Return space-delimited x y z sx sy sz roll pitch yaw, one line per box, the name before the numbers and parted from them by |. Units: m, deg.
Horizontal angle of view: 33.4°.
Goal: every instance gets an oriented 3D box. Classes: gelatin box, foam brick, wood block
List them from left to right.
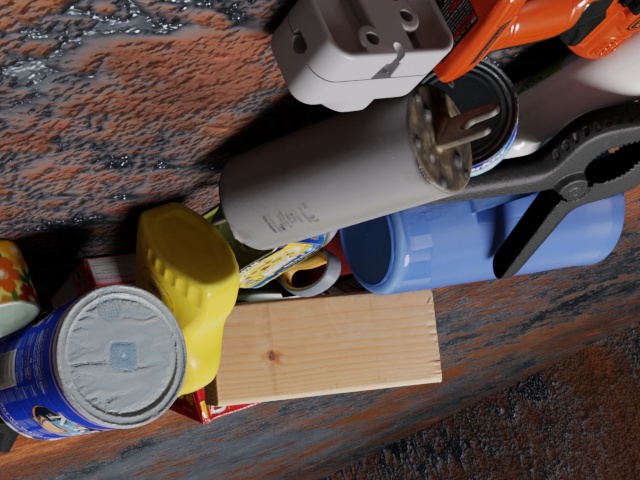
gelatin box | -0.173 0.038 0.903 0.089 0.030 0.073 -8 156 -42
wood block | -0.003 0.097 0.988 0.206 0.091 0.090 -4 173 -14
foam brick | -0.002 0.016 1.002 0.051 0.053 0.078 -7 167 -40

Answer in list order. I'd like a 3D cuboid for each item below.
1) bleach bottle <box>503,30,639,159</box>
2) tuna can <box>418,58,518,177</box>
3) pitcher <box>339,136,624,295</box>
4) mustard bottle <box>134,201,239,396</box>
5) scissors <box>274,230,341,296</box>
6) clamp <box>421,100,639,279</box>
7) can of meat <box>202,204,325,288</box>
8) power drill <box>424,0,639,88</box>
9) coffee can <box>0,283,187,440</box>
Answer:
bleach bottle | 0.212 -0.126 0.832 0.251 0.068 0.102 -27 -173 32
tuna can | 0.099 -0.088 0.767 0.086 0.086 0.033 -25 165 5
pitcher | 0.148 -0.027 0.956 0.242 0.145 0.149 -11 126 -27
mustard bottle | -0.116 0.067 0.853 0.058 0.096 0.192 -24 147 -34
scissors | -0.044 0.010 0.981 0.016 0.096 0.202 28 165 -35
clamp | 0.189 -0.044 0.825 0.210 0.036 0.164 -25 144 15
can of meat | -0.056 0.001 0.894 0.102 0.057 0.083 -31 163 23
power drill | 0.164 -0.164 0.664 0.187 0.057 0.185 -14 161 -27
coffee can | -0.179 0.095 0.807 0.102 0.103 0.141 -9 173 -38
